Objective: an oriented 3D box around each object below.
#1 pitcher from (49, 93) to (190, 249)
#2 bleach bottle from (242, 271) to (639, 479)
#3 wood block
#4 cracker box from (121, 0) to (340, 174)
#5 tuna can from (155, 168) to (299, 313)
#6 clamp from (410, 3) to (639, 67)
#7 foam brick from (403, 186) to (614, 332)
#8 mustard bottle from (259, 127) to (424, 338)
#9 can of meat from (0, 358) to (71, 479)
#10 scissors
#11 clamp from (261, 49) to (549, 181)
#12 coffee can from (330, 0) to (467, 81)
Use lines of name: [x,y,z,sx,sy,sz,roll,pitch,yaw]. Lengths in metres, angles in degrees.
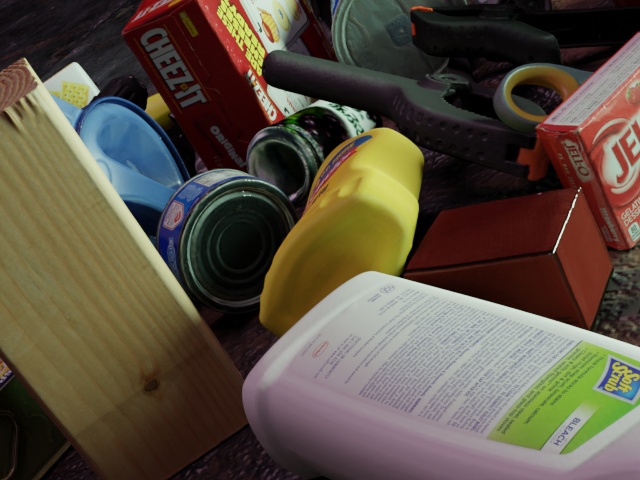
pitcher: [-0.214,0.000,0.702,0.243,0.149,0.144,-19,-2,21]
bleach bottle: [0.079,0.077,0.403,0.102,0.068,0.251,-43,31,-23]
wood block: [-0.127,0.023,0.548,0.090,0.206,0.090,-34,26,-7]
cracker box: [-0.058,-0.141,0.817,0.072,0.164,0.213,-22,27,21]
tuna can: [-0.054,0.001,0.649,0.086,0.086,0.034,-39,29,-18]
clamp: [0.120,-0.135,0.706,0.172,0.039,0.120,8,19,39]
foam brick: [0.091,0.015,0.509,0.078,0.053,0.051,-9,33,35]
mustard bottle: [0.019,-0.015,0.606,0.096,0.058,0.191,-54,5,22]
can of meat: [-0.192,0.105,0.642,0.084,0.057,0.102,-5,35,46]
scissors: [0.164,-0.100,0.620,0.201,0.096,0.016,-58,-6,-40]
clamp: [0.082,-0.088,0.682,0.164,0.036,0.210,-10,28,-35]
coffee can: [0.058,-0.186,0.844,0.103,0.102,0.140,-25,26,12]
